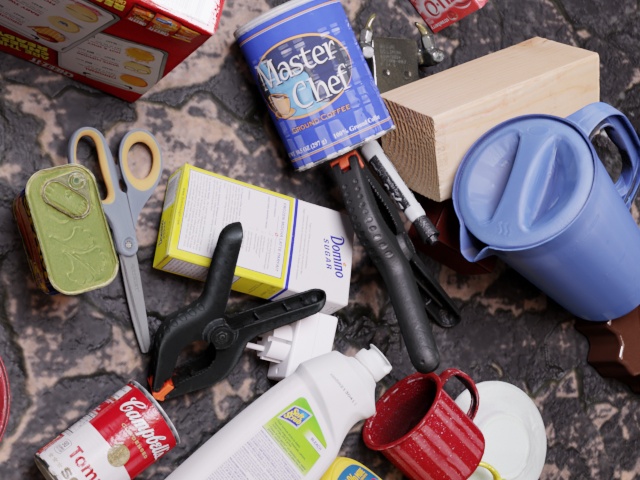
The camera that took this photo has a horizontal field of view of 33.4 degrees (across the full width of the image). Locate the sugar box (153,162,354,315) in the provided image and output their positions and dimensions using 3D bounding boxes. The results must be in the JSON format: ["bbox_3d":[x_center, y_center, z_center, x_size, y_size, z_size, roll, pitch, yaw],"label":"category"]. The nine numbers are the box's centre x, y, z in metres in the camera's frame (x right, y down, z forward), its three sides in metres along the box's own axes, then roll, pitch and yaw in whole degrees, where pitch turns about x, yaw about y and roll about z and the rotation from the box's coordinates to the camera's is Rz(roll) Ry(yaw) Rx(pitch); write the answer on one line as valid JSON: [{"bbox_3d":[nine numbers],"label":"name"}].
[{"bbox_3d":[-0.057,0.001,0.966,0.176,0.048,0.093,19,63,-24],"label":"sugar box"}]

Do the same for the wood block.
[{"bbox_3d":[0.168,-0.123,1.051,0.205,0.091,0.090,-23,121,-25],"label":"wood block"}]

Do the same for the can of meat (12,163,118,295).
[{"bbox_3d":[-0.213,-0.006,0.879,0.057,0.084,0.102,-16,92,-25],"label":"can of meat"}]

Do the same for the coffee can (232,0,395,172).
[{"bbox_3d":[-0.005,-0.146,0.980,0.102,0.103,0.140,-27,96,-25],"label":"coffee can"}]

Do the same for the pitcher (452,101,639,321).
[{"bbox_3d":[0.242,-0.017,1.018,0.242,0.149,0.145,36,52,-50],"label":"pitcher"}]

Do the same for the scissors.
[{"bbox_3d":[-0.159,-0.011,0.943,0.096,0.016,0.202,-31,106,-33],"label":"scissors"}]

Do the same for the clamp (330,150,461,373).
[{"bbox_3d":[0.072,0.014,0.999,0.036,0.164,0.210,-27,86,17],"label":"clamp"}]

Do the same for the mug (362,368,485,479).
[{"bbox_3d":[0.108,0.176,1.008,0.081,0.093,0.117,47,69,-19],"label":"mug"}]

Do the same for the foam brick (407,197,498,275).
[{"bbox_3d":[0.136,-0.006,1.059,0.078,0.051,0.053,30,72,-20],"label":"foam brick"}]

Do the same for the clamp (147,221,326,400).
[{"bbox_3d":[-0.078,0.075,0.924,0.120,0.039,0.171,32,105,-23],"label":"clamp"}]

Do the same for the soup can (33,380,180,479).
[{"bbox_3d":[-0.177,0.173,0.887,0.102,0.069,0.068,-37,100,-23],"label":"soup can"}]

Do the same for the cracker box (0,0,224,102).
[{"bbox_3d":[-0.183,-0.192,0.841,0.164,0.214,0.072,21,75,-22],"label":"cracker box"}]

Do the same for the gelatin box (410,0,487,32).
[{"bbox_3d":[0.121,-0.252,1.056,0.030,0.089,0.073,-46,104,-22],"label":"gelatin box"}]

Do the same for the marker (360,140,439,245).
[{"bbox_3d":[0.077,-0.045,1.025,0.020,0.020,0.121,-22,66,-25],"label":"marker"}]

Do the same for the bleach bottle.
[{"bbox_3d":[-0.036,0.187,0.921,0.250,0.068,0.102,-40,101,-9],"label":"bleach bottle"}]
